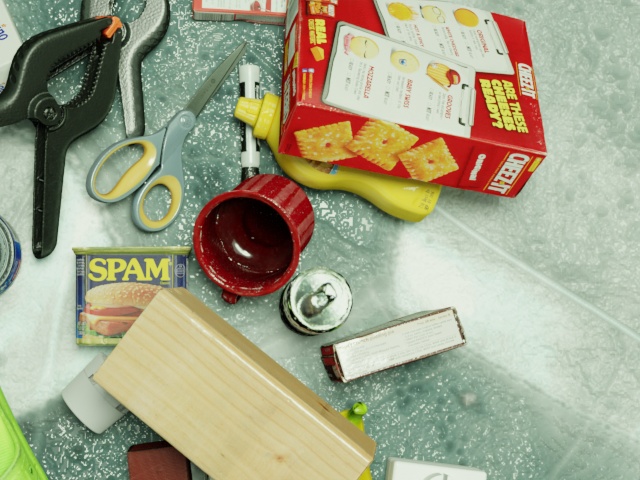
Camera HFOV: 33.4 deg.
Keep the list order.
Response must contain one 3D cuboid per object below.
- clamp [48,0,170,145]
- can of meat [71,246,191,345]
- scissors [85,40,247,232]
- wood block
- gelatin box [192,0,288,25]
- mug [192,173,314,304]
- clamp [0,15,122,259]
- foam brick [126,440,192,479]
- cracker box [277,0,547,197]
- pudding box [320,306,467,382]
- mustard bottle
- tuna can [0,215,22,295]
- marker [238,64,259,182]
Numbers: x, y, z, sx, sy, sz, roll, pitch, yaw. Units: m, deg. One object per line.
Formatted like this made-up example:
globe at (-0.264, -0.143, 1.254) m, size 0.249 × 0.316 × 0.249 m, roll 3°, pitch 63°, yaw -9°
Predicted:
clamp at (-0.194, -0.181, 0.949) m, size 0.120 × 0.039 × 0.171 m, roll 17°, pitch 86°, yaw -10°
can of meat at (-0.162, 0.047, 0.924) m, size 0.102 × 0.057 × 0.084 m, roll 0°, pitch 88°, yaw -6°
scissors at (-0.118, -0.086, 0.957) m, size 0.201 × 0.016 × 0.096 m, roll -39°, pitch 112°, yaw -21°
wood block at (-0.064, 0.135, 0.842) m, size 0.206 × 0.091 × 0.090 m, roll 38°, pitch 91°, yaw 5°
gelatin box at (-0.071, -0.237, 0.971) m, size 0.089 × 0.030 × 0.073 m, roll 2°, pitch 84°, yaw -6°
mug at (-0.056, 0.001, 0.919) m, size 0.093 × 0.081 × 0.117 m, roll 22°, pitch 113°, yaw 6°
clamp at (-0.241, -0.109, 0.884) m, size 0.164 × 0.036 × 0.210 m, roll 35°, pitch 81°, yaw -38°
foam brick at (-0.135, 0.213, 0.914) m, size 0.051 × 0.053 × 0.078 m, roll -6°, pitch 86°, yaw -7°
cracker box at (0.074, -0.133, 0.912) m, size 0.213 × 0.072 × 0.164 m, roll 10°, pitch 53°, yaw -13°
pudding box at (0.061, 0.091, 0.926) m, size 0.113 × 0.090 × 0.039 m, roll -18°, pitch 87°, yaw -8°
mustard bottle at (0.017, -0.088, 0.946) m, size 0.191 × 0.058 × 0.096 m, roll 18°, pitch 73°, yaw -8°
tuna can at (-0.304, 0.012, 0.922) m, size 0.086 × 0.034 × 0.086 m, roll 1°, pitch 85°, yaw -6°
marker at (-0.064, -0.098, 0.965) m, size 0.020 × 0.020 × 0.121 m, roll 0°, pitch 85°, yaw -6°
